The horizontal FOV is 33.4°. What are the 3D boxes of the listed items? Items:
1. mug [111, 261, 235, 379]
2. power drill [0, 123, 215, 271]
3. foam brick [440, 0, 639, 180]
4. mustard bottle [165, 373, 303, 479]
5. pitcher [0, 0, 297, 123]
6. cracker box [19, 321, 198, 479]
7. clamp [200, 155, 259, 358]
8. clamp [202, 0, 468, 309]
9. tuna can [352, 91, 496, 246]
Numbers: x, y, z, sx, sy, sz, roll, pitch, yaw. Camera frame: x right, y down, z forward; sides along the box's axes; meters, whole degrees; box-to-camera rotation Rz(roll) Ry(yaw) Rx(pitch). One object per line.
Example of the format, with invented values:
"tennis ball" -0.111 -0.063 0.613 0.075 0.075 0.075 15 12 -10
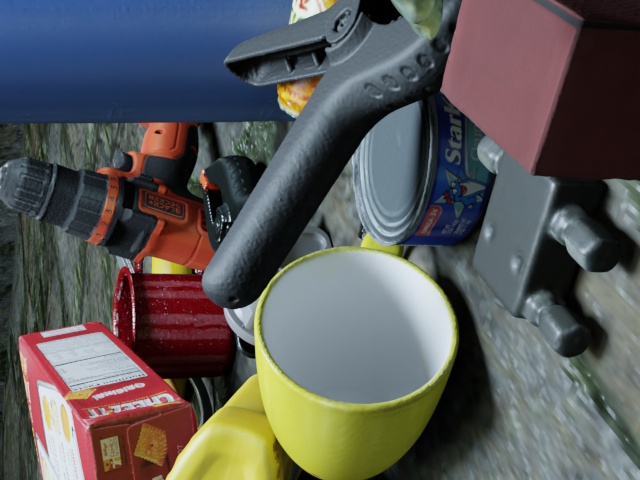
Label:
"mug" -0.116 0.056 0.839 0.093 0.081 0.117 128 139 -58
"power drill" -0.155 -0.069 0.836 0.057 0.184 0.187 -48 33 39
"foam brick" 0.083 -0.058 0.356 0.078 0.053 0.051 -121 38 -57
"mustard bottle" -0.040 0.126 0.599 0.191 0.058 0.096 -34 -41 -82
"pitcher" -0.114 -0.124 0.619 0.145 0.242 0.149 -121 31 -53
"cracker box" -0.137 0.158 0.712 0.214 0.072 0.164 20 119 63
"clamp" -0.055 0.001 0.743 0.171 0.039 0.120 -128 49 -64
"clamp" 0.018 -0.086 0.454 0.210 0.036 0.164 -43 34 28
"tuna can" 0.046 -0.040 0.481 0.086 0.033 0.086 -178 90 -70
